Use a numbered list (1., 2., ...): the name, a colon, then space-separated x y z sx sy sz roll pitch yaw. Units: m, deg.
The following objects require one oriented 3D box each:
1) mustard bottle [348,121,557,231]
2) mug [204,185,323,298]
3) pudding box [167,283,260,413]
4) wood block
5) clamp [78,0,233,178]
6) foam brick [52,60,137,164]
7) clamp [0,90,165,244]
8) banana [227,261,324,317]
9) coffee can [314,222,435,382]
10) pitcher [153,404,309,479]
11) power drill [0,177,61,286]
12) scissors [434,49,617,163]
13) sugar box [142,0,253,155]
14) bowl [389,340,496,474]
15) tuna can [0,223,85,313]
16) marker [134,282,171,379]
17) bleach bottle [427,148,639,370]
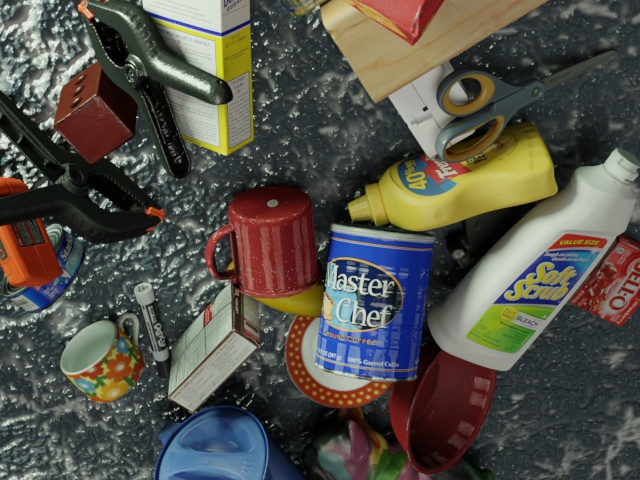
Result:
1. mustard bottle: 0.120 -0.053 1.012 0.191 0.096 0.058 -17 125 5
2. mug: -0.057 0.001 1.030 0.117 0.093 0.081 -16 121 -20
3. pudding box: -0.110 0.109 1.099 0.039 0.090 0.114 33 114 -23
4. wood block: 0.109 -0.219 0.906 0.206 0.091 0.090 -29 120 13
5. clamp: -0.140 -0.146 0.901 0.171 0.039 0.120 55 134 2
6. foam brick: -0.199 -0.115 0.951 0.053 0.078 0.051 -32 122 14
7. clamp: -0.236 -0.059 0.974 0.209 0.164 0.036 17 138 -42
8. banana: 0.004 0.047 1.103 0.197 0.037 0.069 -6 91 -5
9. coffee can: 0.052 0.058 1.036 0.102 0.103 0.140 6 94 -10
10. pitcher: -0.076 0.287 1.182 0.145 0.149 0.242 -18 140 15
11. power drill: -0.331 0.037 0.985 0.188 0.057 0.184 -24 88 24
12. scissors: 0.180 -0.146 0.962 0.201 0.016 0.096 -37 130 -7
13. sugar box: -0.105 -0.170 0.919 0.093 0.048 0.176 23 127 29
14. bowl: 0.123 0.167 1.152 0.161 0.055 0.162 -24 124 -42
15. tuna can: -0.268 0.028 1.033 0.086 0.086 0.033 -37 121 17
16. marker: -0.174 0.098 1.128 0.020 0.020 0.121 -9 123 0
17. bleach bottle: 0.213 0.014 1.031 0.102 0.068 0.251 21 120 -24
